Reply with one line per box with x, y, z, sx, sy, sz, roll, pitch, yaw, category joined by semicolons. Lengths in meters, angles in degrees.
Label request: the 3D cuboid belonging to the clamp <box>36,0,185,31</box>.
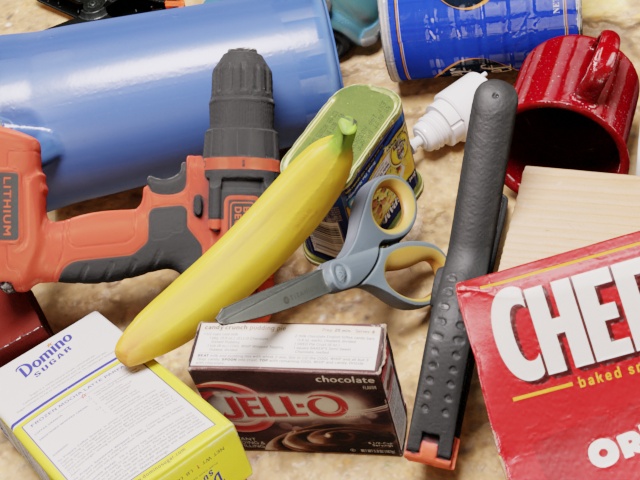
-0.198;-0.199;0.936;0.171;0.039;0.120;-6;55;3;clamp

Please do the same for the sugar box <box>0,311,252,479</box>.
-0.127;0.110;0.629;0.093;0.048;0.176;-32;32;-23;sugar box

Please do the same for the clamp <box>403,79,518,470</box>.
0.086;0.030;0.634;0.036;0.164;0.210;10;78;12;clamp

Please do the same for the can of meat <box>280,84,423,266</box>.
0.022;-0.043;0.718;0.058;0.084;0.102;19;59;28;can of meat

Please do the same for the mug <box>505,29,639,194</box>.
0.166;-0.089;0.699;0.093;0.117;0.081;21;53;6;mug

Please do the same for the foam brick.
-0.213;0.059;0.721;0.051;0.053;0.078;-31;51;-10;foam brick

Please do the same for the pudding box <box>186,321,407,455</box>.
-0.011;0.086;0.618;0.113;0.090;0.039;-2;51;13;pudding box

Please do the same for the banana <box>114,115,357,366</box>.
-0.045;0.001;0.638;0.198;0.069;0.037;-47;66;8;banana

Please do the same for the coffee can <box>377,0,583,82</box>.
0.118;-0.174;0.785;0.140;0.103;0.102;-3;51;13;coffee can

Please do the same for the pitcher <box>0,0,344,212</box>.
-0.108;-0.113;0.792;0.243;0.145;0.149;-12;69;1;pitcher

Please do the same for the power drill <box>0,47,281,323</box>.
-0.118;-0.035;0.688;0.187;0.057;0.184;0;87;-6;power drill

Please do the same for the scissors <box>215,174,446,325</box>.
0.009;0.003;0.630;0.016;0.201;0.096;-22;72;41;scissors
